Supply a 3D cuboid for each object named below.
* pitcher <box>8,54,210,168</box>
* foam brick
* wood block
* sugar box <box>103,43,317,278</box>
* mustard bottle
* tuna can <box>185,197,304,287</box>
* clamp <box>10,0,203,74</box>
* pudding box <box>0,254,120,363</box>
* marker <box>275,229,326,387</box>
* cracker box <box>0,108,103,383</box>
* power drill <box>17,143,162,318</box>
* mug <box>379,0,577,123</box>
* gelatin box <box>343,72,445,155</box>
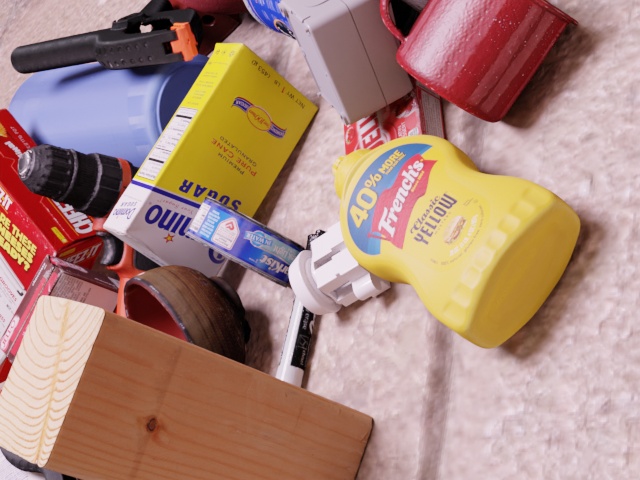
[{"bbox_3d":[-0.175,-0.114,0.998,0.243,0.144,0.149,1,81,48],"label":"pitcher"},{"bbox_3d":[-0.124,-0.220,1.052,0.078,0.052,0.051,-36,43,33],"label":"foam brick"},{"bbox_3d":[-0.079,0.113,0.650,0.090,0.205,0.091,4,71,52],"label":"wood block"},{"bbox_3d":[-0.084,-0.059,0.844,0.048,0.093,0.176,13,71,53],"label":"sugar box"},{"bbox_3d":[0.065,-0.015,0.665,0.096,0.058,0.192,-57,39,2],"label":"mustard bottle"},{"bbox_3d":[-0.055,0.001,0.795,0.086,0.086,0.034,25,87,55],"label":"tuna can"},{"bbox_3d":[-0.155,-0.180,0.926,0.164,0.036,0.210,-32,27,-32],"label":"clamp"},{"bbox_3d":[-0.205,0.073,0.913,0.039,0.113,0.090,35,96,48],"label":"pudding box"},{"bbox_3d":[-0.011,0.049,0.766,0.020,0.020,0.121,-10,60,48],"label":"marker"},{"bbox_3d":[-0.300,0.009,1.002,0.164,0.071,0.214,48,131,14],"label":"cracker box"},{"bbox_3d":[-0.170,0.027,0.856,0.057,0.184,0.187,2,79,51],"label":"power drill"},{"bbox_3d":[0.092,-0.134,0.676,0.081,0.117,0.093,-57,12,16],"label":"mug"},{"bbox_3d":[0.051,-0.083,0.763,0.073,0.030,0.089,-31,46,37],"label":"gelatin box"}]
